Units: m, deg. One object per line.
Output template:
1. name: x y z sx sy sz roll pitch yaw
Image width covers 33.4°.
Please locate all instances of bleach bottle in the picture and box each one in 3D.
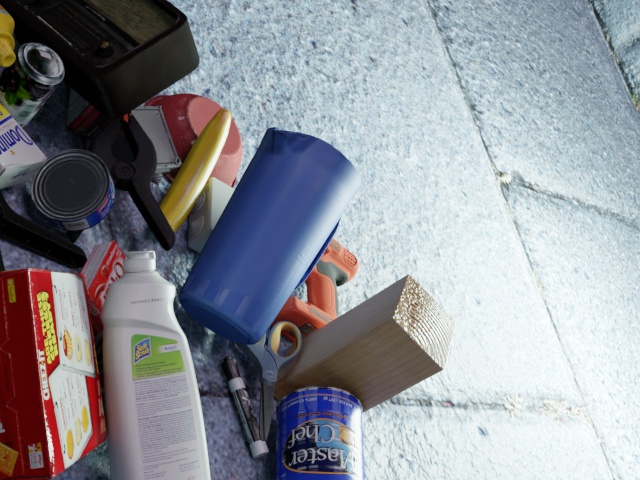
1. bleach bottle: -0.161 0.135 1.039 0.102 0.068 0.251 -5 92 -40

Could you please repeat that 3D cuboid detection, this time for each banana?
1. banana: -0.158 -0.072 1.297 0.037 0.070 0.197 31 60 -11

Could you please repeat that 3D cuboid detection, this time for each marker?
1. marker: -0.088 0.189 1.224 0.020 0.020 0.121 3 59 -51

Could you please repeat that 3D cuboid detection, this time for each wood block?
1. wood block: 0.050 0.140 1.270 0.090 0.206 0.090 45 35 -15

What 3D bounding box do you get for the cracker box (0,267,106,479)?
1. cracker box: -0.246 0.110 0.916 0.213 0.072 0.164 93 -11 -87

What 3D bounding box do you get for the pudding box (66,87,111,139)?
1. pudding box: -0.261 -0.189 1.271 0.039 0.090 0.113 27 42 -36

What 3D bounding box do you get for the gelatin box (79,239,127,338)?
1. gelatin box: -0.225 0.056 1.137 0.073 0.030 0.089 60 27 -31

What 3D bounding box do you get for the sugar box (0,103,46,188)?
1. sugar box: -0.367 -0.132 1.095 0.176 0.048 0.093 47 17 1

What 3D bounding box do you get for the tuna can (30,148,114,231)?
1. tuna can: -0.266 -0.054 1.152 0.034 0.086 0.086 85 -13 -67

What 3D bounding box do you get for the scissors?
1. scissors: -0.076 0.149 1.240 0.096 0.016 0.201 26 33 2

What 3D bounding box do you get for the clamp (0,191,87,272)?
1. clamp: -0.339 -0.016 1.064 0.210 0.036 0.164 47 25 -12

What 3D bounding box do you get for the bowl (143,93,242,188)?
1. bowl: -0.155 -0.135 1.390 0.162 0.055 0.162 31 40 -32

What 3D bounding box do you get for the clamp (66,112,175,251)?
1. clamp: -0.215 -0.065 1.210 0.120 0.039 0.171 16 68 -25

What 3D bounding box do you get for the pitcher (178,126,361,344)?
1. pitcher: -0.058 0.002 1.258 0.149 0.145 0.242 34 71 -11

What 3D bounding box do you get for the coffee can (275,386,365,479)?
1. coffee can: -0.001 0.251 1.205 0.102 0.103 0.140 32 40 -32

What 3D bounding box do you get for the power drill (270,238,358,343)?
1. power drill: -0.023 0.044 1.398 0.184 0.057 0.187 35 38 -28
